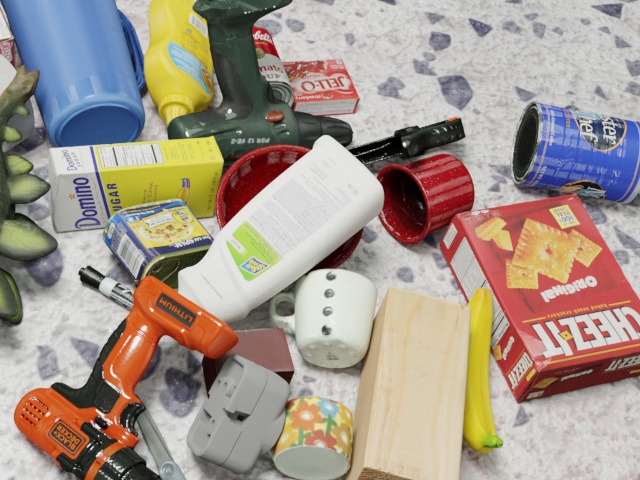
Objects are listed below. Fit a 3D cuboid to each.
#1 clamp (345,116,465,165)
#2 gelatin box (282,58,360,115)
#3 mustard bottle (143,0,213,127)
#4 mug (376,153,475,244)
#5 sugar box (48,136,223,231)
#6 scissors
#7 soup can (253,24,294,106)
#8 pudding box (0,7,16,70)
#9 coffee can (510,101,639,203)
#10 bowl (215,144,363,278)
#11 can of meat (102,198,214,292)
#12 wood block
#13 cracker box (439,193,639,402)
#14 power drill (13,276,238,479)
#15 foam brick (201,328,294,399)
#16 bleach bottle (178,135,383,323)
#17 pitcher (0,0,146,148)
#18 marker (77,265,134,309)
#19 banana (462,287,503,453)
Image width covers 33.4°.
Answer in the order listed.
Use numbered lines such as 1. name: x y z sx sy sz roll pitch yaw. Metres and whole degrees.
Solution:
1. clamp: 0.094 -0.113 1.261 0.209 0.165 0.036 -22 100 -50
2. gelatin box: -0.003 -0.192 1.335 0.089 0.030 0.073 -6 53 -19
3. mustard bottle: -0.167 -0.204 1.269 0.096 0.058 0.191 41 35 -41
4. mug: 0.113 -0.055 1.222 0.081 0.093 0.117 -20 29 -34
5. sugar box: -0.197 -0.059 1.132 0.176 0.093 0.048 -9 53 -21
6. scissors: -0.145 0.226 0.955 0.096 0.016 0.202 -43 54 -16
7. soup can: -0.077 -0.204 1.301 0.068 0.069 0.102 -7 54 -20
8. pudding box: -0.381 -0.231 1.228 0.039 0.090 0.113 -16 56 -24
9. coffee can: 0.315 -0.107 1.301 0.140 0.103 0.103 10 49 -7
10. bowl: -0.037 -0.022 1.156 0.162 0.055 0.162 5 63 -10
11. can of meat: -0.162 0.006 1.101 0.101 0.057 0.084 -13 50 -42
12. wood block: 0.085 0.159 1.026 0.090 0.091 0.206 15 48 -4
13. cracker box: 0.250 0.056 1.169 0.164 0.072 0.214 -9 54 -21
14. power drill: -0.157 0.140 0.953 0.185 0.057 0.187 32 75 20
15. foam brick: -0.072 0.122 1.041 0.078 0.051 0.053 -2 51 -17
16. bleach bottle: -0.057 0.001 1.073 0.250 0.068 0.103 -37 66 -21
17. pitcher: -0.273 -0.212 1.228 0.149 0.145 0.243 -16 60 -12
18. marker: -0.194 0.059 1.083 0.121 0.020 0.020 28 50 10
19. banana: 0.160 0.140 1.078 0.037 0.070 0.197 22 43 -22
